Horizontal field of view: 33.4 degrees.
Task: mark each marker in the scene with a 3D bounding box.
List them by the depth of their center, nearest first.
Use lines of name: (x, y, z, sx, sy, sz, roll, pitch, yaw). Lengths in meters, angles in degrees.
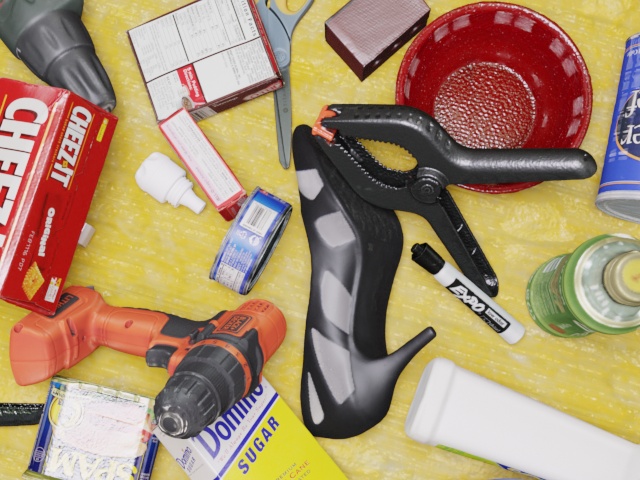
marker: (0.119, 0.042, 0.872, 0.121, 0.020, 0.020, 40, 85, -16)

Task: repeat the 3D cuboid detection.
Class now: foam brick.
foam brick: (0.048, -0.183, 0.905, 0.078, 0.053, 0.051, -41, 84, -3)

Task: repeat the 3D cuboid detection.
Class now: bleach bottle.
bleach bottle: (0.194, 0.166, 0.835, 0.251, 0.102, 0.068, 20, 82, 4)

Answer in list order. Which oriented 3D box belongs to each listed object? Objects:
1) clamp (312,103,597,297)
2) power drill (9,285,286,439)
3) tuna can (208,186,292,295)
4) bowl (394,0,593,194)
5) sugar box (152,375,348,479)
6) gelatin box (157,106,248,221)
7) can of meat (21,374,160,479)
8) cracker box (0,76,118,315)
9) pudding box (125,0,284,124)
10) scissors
clamp: (0.096, -0.054, 0.831, 0.210, 0.165, 0.036, 32, 41, -8)
power drill: (-0.136, 0.088, 0.810, 0.188, 0.184, 0.057, 7, 108, 17)
tuna can: (-0.056, 0.001, 0.867, 0.034, 0.086, 0.086, 28, 84, 2)
bowl: (0.141, -0.114, 0.893, 0.162, 0.055, 0.162, 0, 83, 1)
sugar box: (-0.041, 0.187, 0.845, 0.176, 0.048, 0.093, 51, 50, 3)
gelatin box: (-0.093, -0.061, 0.880, 0.030, 0.073, 0.089, -36, 84, -4)
can of meat: (-0.178, 0.159, 0.859, 0.102, 0.057, 0.084, 15, 80, -8)
cracker box: (-0.283, -0.047, 0.842, 0.214, 0.072, 0.164, 13, 82, 29)
pudding box: (-0.097, -0.155, 0.902, 0.113, 0.039, 0.090, -20, 82, 7)
scissors: (-0.053, -0.168, 0.922, 0.096, 0.016, 0.202, 12, 83, 4)
